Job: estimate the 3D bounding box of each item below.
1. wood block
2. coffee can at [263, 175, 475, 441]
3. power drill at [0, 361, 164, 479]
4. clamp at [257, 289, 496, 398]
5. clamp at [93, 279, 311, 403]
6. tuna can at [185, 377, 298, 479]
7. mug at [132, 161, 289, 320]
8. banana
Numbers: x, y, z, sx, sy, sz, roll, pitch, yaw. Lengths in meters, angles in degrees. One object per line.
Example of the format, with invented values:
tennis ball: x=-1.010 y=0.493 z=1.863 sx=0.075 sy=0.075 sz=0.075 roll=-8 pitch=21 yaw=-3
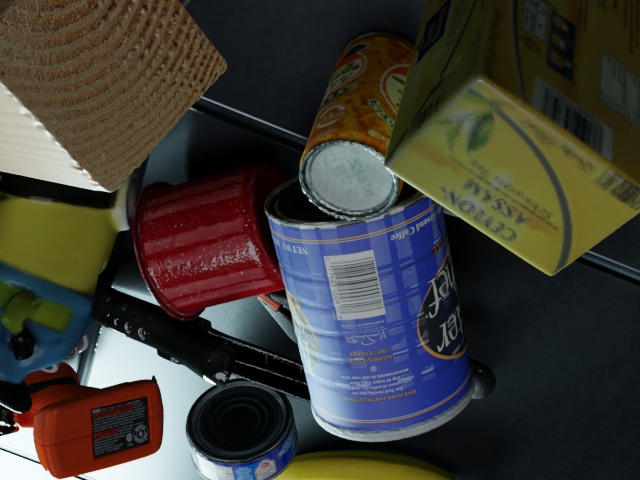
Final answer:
wood block: x=-0.152 y=-0.093 z=0.551 sx=0.206 sy=0.090 sz=0.090 roll=12 pitch=148 yaw=53
coffee can: x=0.031 y=0.033 z=0.636 sx=0.103 sy=0.102 sz=0.140 roll=-4 pitch=113 yaw=21
power drill: x=-0.222 y=0.129 z=0.786 sx=0.188 sy=0.184 sz=0.057 roll=3 pitch=99 yaw=43
clamp: x=0.031 y=0.081 z=0.760 sx=0.171 sy=0.039 sz=0.120 roll=32 pitch=143 yaw=5
clamp: x=-0.086 y=0.073 z=0.756 sx=0.210 sy=0.036 sz=0.164 roll=18 pitch=175 yaw=40
tuna can: x=-0.061 y=0.148 z=0.831 sx=0.086 sy=0.086 sz=0.034 roll=5 pitch=133 yaw=13
mug: x=-0.055 y=0.001 z=0.690 sx=0.082 sy=0.093 sz=0.117 roll=-14 pitch=159 yaw=23
banana: x=0.030 y=0.203 z=0.890 sx=0.198 sy=0.037 sz=0.069 roll=2 pitch=133 yaw=16
